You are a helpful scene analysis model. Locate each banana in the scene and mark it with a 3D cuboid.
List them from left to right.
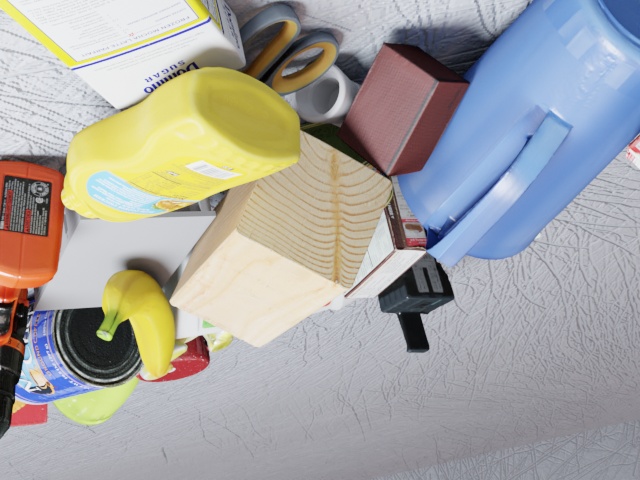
[{"bbox_3d":[-0.153,0.066,0.901,0.037,0.069,0.198,20,166,11],"label":"banana"}]

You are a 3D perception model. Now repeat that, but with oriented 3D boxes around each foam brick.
[{"bbox_3d":[0.058,-0.092,0.754,0.052,0.051,0.078,-10,133,-57],"label":"foam brick"}]

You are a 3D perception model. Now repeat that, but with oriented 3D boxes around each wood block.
[{"bbox_3d":[-0.036,0.005,0.804,0.090,0.090,0.206,28,156,-11],"label":"wood block"}]

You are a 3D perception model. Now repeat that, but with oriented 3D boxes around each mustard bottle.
[{"bbox_3d":[-0.110,-0.053,0.704,0.192,0.058,0.096,-19,156,40],"label":"mustard bottle"}]

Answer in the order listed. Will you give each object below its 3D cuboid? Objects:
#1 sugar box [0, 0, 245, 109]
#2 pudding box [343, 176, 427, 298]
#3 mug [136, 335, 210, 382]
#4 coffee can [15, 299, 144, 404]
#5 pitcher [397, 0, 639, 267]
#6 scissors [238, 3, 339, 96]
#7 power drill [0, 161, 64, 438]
[{"bbox_3d":[-0.115,-0.137,0.600,0.093,0.048,0.176,-17,163,10],"label":"sugar box"},{"bbox_3d":[0.050,-0.008,0.971,0.039,0.090,0.114,-3,157,-25],"label":"pudding box"},{"bbox_3d":[-0.152,0.098,1.136,0.117,0.081,0.093,-13,160,1],"label":"mug"},{"bbox_3d":[-0.240,0.097,1.014,0.102,0.103,0.141,5,164,-40],"label":"coffee can"},{"bbox_3d":[0.159,-0.089,0.761,0.144,0.149,0.243,-4,154,-26],"label":"pitcher"},{"bbox_3d":[-0.059,-0.091,0.752,0.096,0.016,0.202,-5,149,-38],"label":"scissors"},{"bbox_3d":[-0.244,0.043,0.820,0.057,0.184,0.188,8,145,-23],"label":"power drill"}]
